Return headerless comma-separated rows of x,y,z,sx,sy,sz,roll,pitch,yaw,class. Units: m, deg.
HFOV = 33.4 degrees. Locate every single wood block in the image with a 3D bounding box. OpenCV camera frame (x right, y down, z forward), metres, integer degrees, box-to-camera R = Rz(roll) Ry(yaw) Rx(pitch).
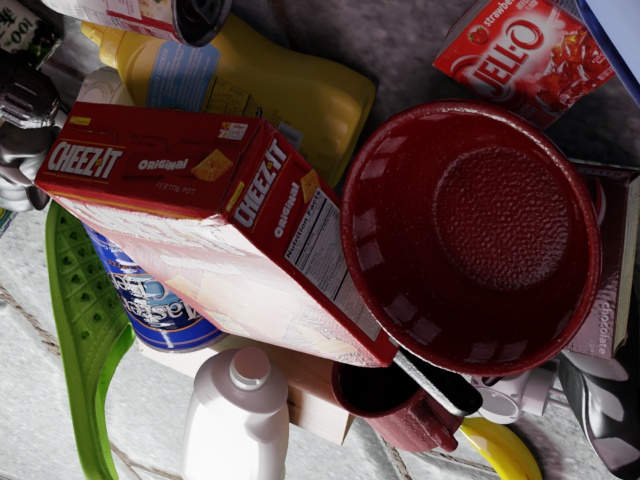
-0.054,0.090,0.954,0.206,0.090,0.091,23,150,10,wood block

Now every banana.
0.178,0.217,1.015,0.070,0.037,0.197,24,155,46,banana

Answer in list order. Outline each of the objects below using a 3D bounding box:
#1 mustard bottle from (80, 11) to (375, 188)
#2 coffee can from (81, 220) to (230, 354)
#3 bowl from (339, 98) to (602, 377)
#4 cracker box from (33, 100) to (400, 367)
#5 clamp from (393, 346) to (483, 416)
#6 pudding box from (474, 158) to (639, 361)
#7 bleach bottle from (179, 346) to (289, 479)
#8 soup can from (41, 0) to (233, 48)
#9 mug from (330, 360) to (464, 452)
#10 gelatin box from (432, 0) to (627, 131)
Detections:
-0.066,-0.100,0.684,0.191,0.058,0.096,27,134,4,mustard bottle
-0.122,0.008,0.848,0.103,0.102,0.140,13,141,26,coffee can
0.092,-0.006,0.615,0.162,0.055,0.162,12,111,32,bowl
-0.055,0.001,0.695,0.164,0.072,0.213,9,157,37,cracker box
0.037,0.052,0.810,0.210,0.036,0.164,-7,101,53,clamp
0.142,0.008,0.645,0.090,0.039,0.113,10,112,31,pudding box
-0.065,0.160,0.919,0.102,0.068,0.251,26,148,4,bleach bottle
-0.109,-0.157,0.623,0.102,0.068,0.068,18,150,20,soup can
0.073,0.124,0.850,0.081,0.093,0.117,49,178,-43,mug
0.111,-0.101,0.558,0.073,0.030,0.089,33,151,-8,gelatin box
